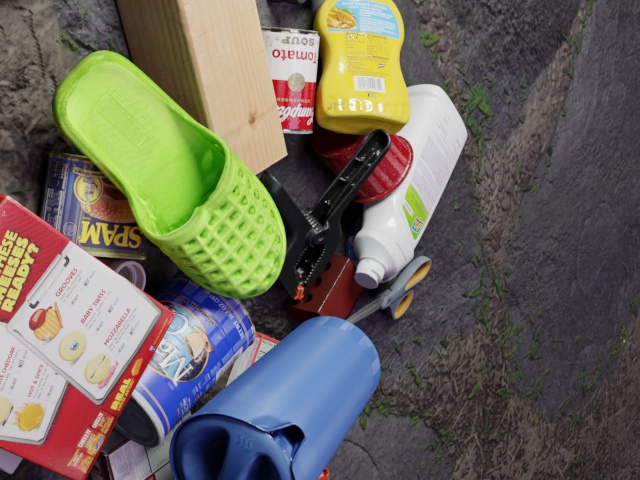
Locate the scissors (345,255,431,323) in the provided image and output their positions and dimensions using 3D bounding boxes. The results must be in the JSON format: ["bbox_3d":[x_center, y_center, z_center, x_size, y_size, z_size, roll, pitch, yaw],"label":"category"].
[{"bbox_3d":[0.075,0.083,1.285,0.201,0.016,0.096,-38,152,-44],"label":"scissors"}]

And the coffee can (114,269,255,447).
[{"bbox_3d":[-0.143,0.108,1.002,0.140,0.103,0.103,-46,132,-32],"label":"coffee can"}]

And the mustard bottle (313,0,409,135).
[{"bbox_3d":[0.041,-0.208,1.119,0.096,0.058,0.191,3,72,-15],"label":"mustard bottle"}]

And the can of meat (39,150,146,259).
[{"bbox_3d":[-0.197,-0.030,0.938,0.101,0.058,0.084,7,93,-50],"label":"can of meat"}]

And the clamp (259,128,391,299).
[{"bbox_3d":[-0.003,-0.022,1.114,0.164,0.036,0.210,-27,147,-29],"label":"clamp"}]

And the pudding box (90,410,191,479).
[{"bbox_3d":[-0.172,0.213,1.049,0.113,0.039,0.090,-32,123,-43],"label":"pudding box"}]

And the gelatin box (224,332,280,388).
[{"bbox_3d":[-0.065,0.149,1.164,0.073,0.030,0.089,28,77,-49],"label":"gelatin box"}]

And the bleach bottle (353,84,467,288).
[{"bbox_3d":[0.092,-0.057,1.225,0.102,0.068,0.250,52,50,-35],"label":"bleach bottle"}]

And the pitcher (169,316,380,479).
[{"bbox_3d":[-0.040,0.176,1.060,0.242,0.149,0.145,-41,137,-56],"label":"pitcher"}]

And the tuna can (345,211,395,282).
[{"bbox_3d":[0.068,0.005,1.278,0.085,0.034,0.086,-17,113,-46],"label":"tuna can"}]

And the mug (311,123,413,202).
[{"bbox_3d":[0.044,-0.111,1.184,0.081,0.093,0.117,44,40,-41],"label":"mug"}]

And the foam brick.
[{"bbox_3d":[0.006,0.060,1.206,0.078,0.053,0.051,-60,138,-21],"label":"foam brick"}]

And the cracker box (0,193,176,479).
[{"bbox_3d":[-0.232,0.077,0.837,0.213,0.072,0.164,43,70,-48],"label":"cracker box"}]

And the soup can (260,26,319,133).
[{"bbox_3d":[-0.037,-0.162,1.080,0.068,0.069,0.102,-6,104,-49],"label":"soup can"}]

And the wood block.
[{"bbox_3d":[-0.109,-0.160,0.979,0.090,0.090,0.206,-36,126,-40],"label":"wood block"}]
